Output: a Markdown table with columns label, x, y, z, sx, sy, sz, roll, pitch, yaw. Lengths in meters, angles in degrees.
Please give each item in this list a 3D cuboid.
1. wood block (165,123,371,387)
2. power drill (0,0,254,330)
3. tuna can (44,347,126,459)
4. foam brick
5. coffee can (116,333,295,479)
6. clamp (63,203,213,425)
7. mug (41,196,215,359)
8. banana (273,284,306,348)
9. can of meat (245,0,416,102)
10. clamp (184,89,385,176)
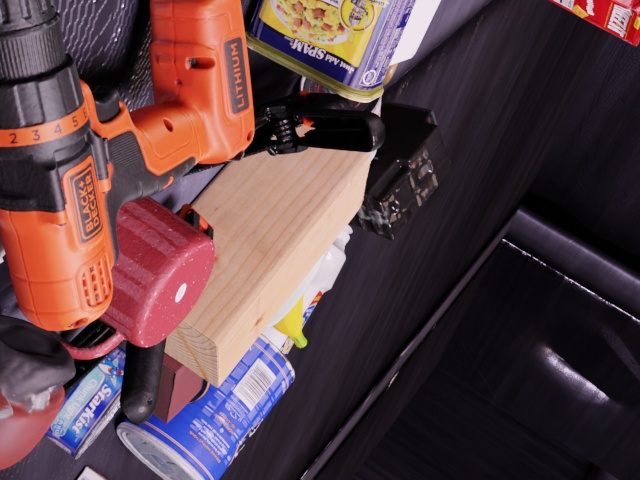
| label | x | y | z | sx | sy | sz | roll | pitch | yaw |
| --- | --- | --- | --- | --- | --- | --- | --- | --- | --- |
| wood block | -0.055 | 0.001 | 0.858 | 0.206 | 0.090 | 0.091 | -52 | 166 | -25 |
| power drill | -0.103 | -0.074 | 0.532 | 0.187 | 0.057 | 0.184 | -47 | 141 | -52 |
| tuna can | -0.168 | 0.118 | 0.796 | 0.086 | 0.034 | 0.086 | -53 | 180 | 0 |
| foam brick | -0.130 | 0.105 | 0.901 | 0.051 | 0.053 | 0.078 | -46 | 161 | -41 |
| coffee can | -0.105 | 0.151 | 0.987 | 0.140 | 0.103 | 0.103 | -52 | 165 | -25 |
| clamp | -0.118 | 0.051 | 0.731 | 0.171 | 0.120 | 0.039 | -58 | 135 | -17 |
| mug | -0.127 | 0.022 | 0.665 | 0.117 | 0.081 | 0.093 | -53 | 166 | -21 |
| banana | -0.019 | 0.010 | 1.060 | 0.069 | 0.037 | 0.198 | 4 | 100 | -70 |
| can of meat | 0.008 | -0.154 | 0.713 | 0.057 | 0.102 | 0.084 | -36 | 152 | -60 |
| clamp | -0.017 | -0.080 | 0.753 | 0.209 | 0.165 | 0.036 | -44 | 126 | -67 |
